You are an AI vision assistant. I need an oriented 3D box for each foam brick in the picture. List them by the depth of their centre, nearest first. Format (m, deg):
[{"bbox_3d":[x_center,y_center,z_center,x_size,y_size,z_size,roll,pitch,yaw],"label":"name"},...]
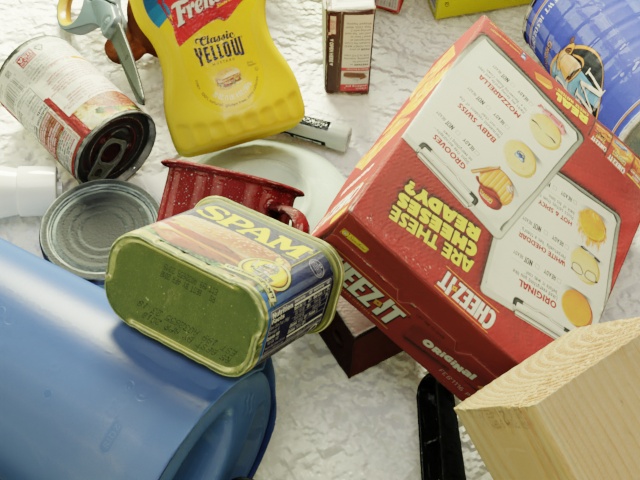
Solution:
[{"bbox_3d":[0.022,0.036,0.683,0.051,0.053,0.078,-24,59,-18],"label":"foam brick"}]

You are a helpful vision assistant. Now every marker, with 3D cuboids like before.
[{"bbox_3d":[-0.036,-0.090,0.790,0.121,0.020,0.020,17,56,10],"label":"marker"}]

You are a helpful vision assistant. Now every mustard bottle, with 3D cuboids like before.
[{"bbox_3d":[-0.081,-0.161,0.748,0.096,0.058,0.191,-17,91,-7],"label":"mustard bottle"}]

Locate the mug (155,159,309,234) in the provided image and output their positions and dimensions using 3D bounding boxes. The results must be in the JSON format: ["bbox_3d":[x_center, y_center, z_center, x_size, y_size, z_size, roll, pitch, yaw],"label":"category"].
[{"bbox_3d":[-0.054,0.001,0.666,0.117,0.093,0.081,11,87,37],"label":"mug"}]

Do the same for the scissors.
[{"bbox_3d":[-0.165,-0.153,0.795,0.016,0.096,0.202,18,48,-38],"label":"scissors"}]

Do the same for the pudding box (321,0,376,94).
[{"bbox_3d":[0.021,-0.182,0.814,0.039,0.090,0.113,1,55,1],"label":"pudding box"}]

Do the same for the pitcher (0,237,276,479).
[{"bbox_3d":[-0.160,0.087,0.602,0.243,0.145,0.149,27,26,20],"label":"pitcher"}]

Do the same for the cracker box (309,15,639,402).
[{"bbox_3d":[0.105,-0.017,0.663,0.164,0.072,0.213,41,51,-7],"label":"cracker box"}]

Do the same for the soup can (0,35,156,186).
[{"bbox_3d":[-0.175,-0.091,0.757,0.068,0.068,0.102,-37,63,-24],"label":"soup can"}]

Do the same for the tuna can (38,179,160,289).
[{"bbox_3d":[-0.143,0.001,0.714,0.086,0.034,0.086,1,55,-1],"label":"tuna can"}]

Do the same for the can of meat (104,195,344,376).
[{"bbox_3d":[-0.052,0.023,0.570,0.102,0.057,0.083,24,24,21],"label":"can of meat"}]
